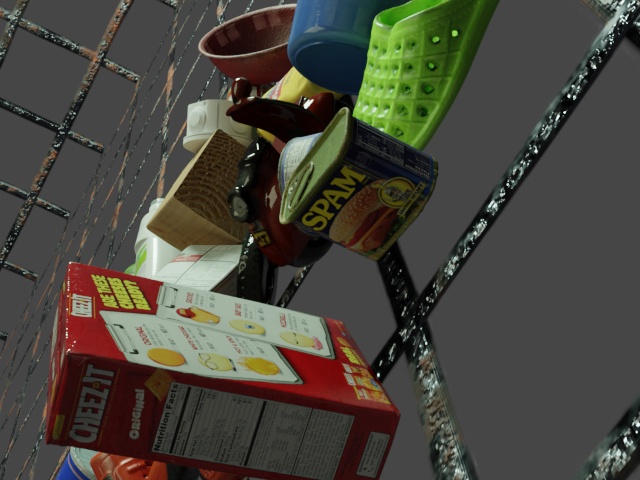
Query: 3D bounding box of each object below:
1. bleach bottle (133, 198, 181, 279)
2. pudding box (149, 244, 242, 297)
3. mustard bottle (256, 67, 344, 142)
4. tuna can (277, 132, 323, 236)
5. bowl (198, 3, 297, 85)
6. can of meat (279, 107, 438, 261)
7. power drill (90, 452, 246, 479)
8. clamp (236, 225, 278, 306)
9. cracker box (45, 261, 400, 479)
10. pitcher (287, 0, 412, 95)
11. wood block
[{"bbox_3d":[-0.198,0.046,1.318,0.103,0.068,0.251,-50,32,42],"label":"bleach bottle"},{"bbox_3d":[-0.117,0.042,1.063,0.090,0.039,0.113,0,27,28],"label":"pudding box"},{"bbox_3d":[-0.024,-0.155,1.163,0.192,0.058,0.096,-35,27,59],"label":"mustard bottle"},{"bbox_3d":[0.002,-0.048,0.901,0.034,0.086,0.086,-10,51,32],"label":"tuna can"},{"bbox_3d":[-0.066,-0.235,1.311,0.162,0.162,0.055,-99,-6,-60],"label":"bowl"},{"bbox_3d":[0.029,-0.040,0.818,0.102,0.083,0.057,-50,23,38],"label":"can of meat"},{"bbox_3d":[-0.146,0.171,0.956,0.184,0.057,0.188,55,135,24],"label":"power drill"},{"bbox_3d":[-0.057,0.001,1.018,0.120,0.039,0.171,69,-157,-51],"label":"clamp"},{"bbox_3d":[-0.072,0.092,0.721,0.164,0.213,0.072,-125,49,-69],"label":"cracker box"},{"bbox_3d":[0.057,-0.263,0.990,0.149,0.145,0.242,126,160,-69],"label":"pitcher"},{"bbox_3d":[-0.121,-0.042,1.190,0.090,0.090,0.206,-59,10,-16],"label":"wood block"}]
